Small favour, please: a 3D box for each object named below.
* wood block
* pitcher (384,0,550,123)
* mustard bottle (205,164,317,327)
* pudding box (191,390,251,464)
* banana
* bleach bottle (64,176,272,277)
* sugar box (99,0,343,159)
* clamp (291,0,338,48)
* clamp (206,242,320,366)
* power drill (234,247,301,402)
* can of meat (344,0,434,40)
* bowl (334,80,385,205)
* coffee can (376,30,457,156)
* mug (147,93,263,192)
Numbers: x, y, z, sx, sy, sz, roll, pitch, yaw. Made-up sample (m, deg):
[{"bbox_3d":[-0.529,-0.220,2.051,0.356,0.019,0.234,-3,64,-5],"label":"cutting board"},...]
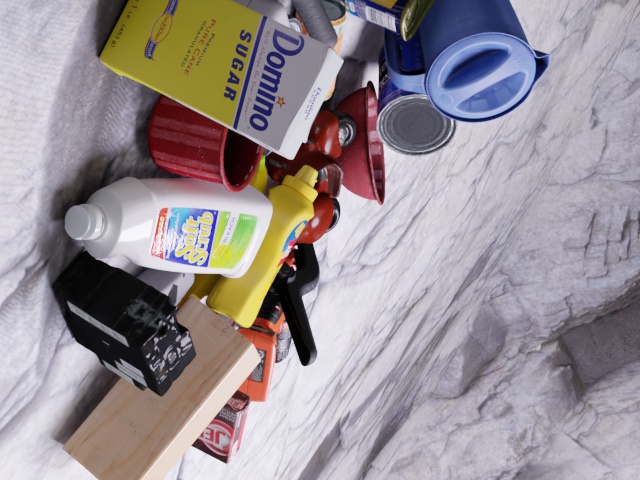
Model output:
[{"bbox_3d":[-0.166,0.172,1.143,0.206,0.090,0.091,-50,168,-11],"label":"wood block"},{"bbox_3d":[0.168,-0.268,1.317,0.145,0.149,0.243,-44,-144,33],"label":"pitcher"},{"bbox_3d":[-0.057,0.002,1.185,0.191,0.058,0.096,-61,177,-7],"label":"mustard bottle"},{"bbox_3d":[-0.143,0.203,1.268,0.039,0.113,0.090,-45,154,-51],"label":"pudding box"},{"bbox_3d":[-0.107,-0.013,1.192,0.198,0.037,0.069,-64,162,8],"label":"banana"},{"bbox_3d":[-0.148,-0.011,1.018,0.250,0.068,0.103,-2,123,-59],"label":"bleach bottle"},{"bbox_3d":[-0.080,-0.145,0.855,0.093,0.176,0.048,-63,162,1],"label":"sugar box"},{"bbox_3d":[-0.029,-0.269,1.012,0.039,0.120,0.171,-21,151,13],"label":"clamp"},{"bbox_3d":[-0.045,0.054,1.310,0.036,0.164,0.209,-49,-177,37],"label":"clamp"},{"bbox_3d":[-0.069,0.123,1.382,0.187,0.057,0.184,-69,168,-58],"label":"power drill"},{"bbox_3d":[0.087,-0.297,1.251,0.102,0.084,0.057,-59,161,-14],"label":"can of meat"},{"bbox_3d":[0.046,-0.122,1.367,0.162,0.055,0.162,-5,90,-80],"label":"bowl"},{"bbox_3d":[0.124,-0.193,1.382,0.103,0.103,0.140,97,-1,-46],"label":"coffee can"},{"bbox_3d":[-0.105,-0.107,0.977,0.093,0.082,0.117,-50,147,-53],"label":"mug"}]
